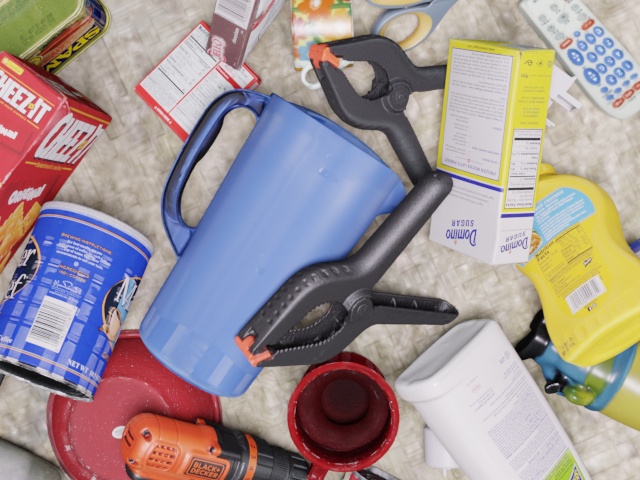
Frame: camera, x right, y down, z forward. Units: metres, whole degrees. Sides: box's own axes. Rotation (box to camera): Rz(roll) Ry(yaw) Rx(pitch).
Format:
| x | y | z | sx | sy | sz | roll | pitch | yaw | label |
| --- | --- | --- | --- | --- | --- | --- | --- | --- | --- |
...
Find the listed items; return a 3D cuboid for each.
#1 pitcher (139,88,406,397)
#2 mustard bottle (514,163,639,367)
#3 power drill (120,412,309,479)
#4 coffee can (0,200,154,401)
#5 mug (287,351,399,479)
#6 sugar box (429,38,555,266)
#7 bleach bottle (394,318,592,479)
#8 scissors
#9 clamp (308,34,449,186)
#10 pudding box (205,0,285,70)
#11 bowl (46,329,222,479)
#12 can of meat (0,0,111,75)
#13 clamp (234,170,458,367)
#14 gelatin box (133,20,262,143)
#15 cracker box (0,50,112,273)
| x | y | z | sx | sy | sz | roll | pitch | yaw | label |
| --- | --- | --- | --- | --- | --- | --- | --- | --- | --- |
| -0.056 | 0.001 | 0.901 | 0.149 | 0.144 | 0.243 | 38 | 96 | 42 | pitcher |
| 0.207 | 0.003 | 0.888 | 0.096 | 0.058 | 0.192 | -42 | 50 | 27 | mustard bottle |
| -0.116 | 0.242 | 0.916 | 0.184 | 0.057 | 0.188 | 23 | 101 | -32 | power drill |
| -0.212 | 0.052 | 0.897 | 0.103 | 0.103 | 0.140 | 19 | 71 | 2 | coffee can |
| 0.016 | 0.153 | 0.917 | 0.093 | 0.081 | 0.117 | 19 | 95 | 0 | mug |
| 0.141 | -0.075 | 0.888 | 0.048 | 0.093 | 0.176 | -6 | 108 | -29 | sugar box |
| 0.170 | 0.193 | 0.902 | 0.102 | 0.068 | 0.251 | -38 | 101 | -27 | bleach bottle |
| 0.126 | -0.210 | 0.937 | 0.201 | 0.016 | 0.096 | -4 | 129 | -19 | scissors |
| 0.060 | -0.113 | 0.907 | 0.171 | 0.039 | 0.120 | 14 | 91 | -28 | clamp |
| -0.054 | -0.208 | 0.891 | 0.039 | 0.114 | 0.090 | 30 | 64 | -2 | pudding box |
| -0.170 | 0.162 | 0.941 | 0.162 | 0.055 | 0.162 | 0 | 91 | 3 | bowl |
| -0.240 | -0.187 | 0.926 | 0.102 | 0.084 | 0.057 | -38 | 89 | 2 | can of meat |
| 0.028 | 0.036 | 0.863 | 0.209 | 0.036 | 0.164 | -21 | 132 | -23 | clamp |
| -0.108 | -0.138 | 0.948 | 0.089 | 0.030 | 0.073 | -44 | 87 | 2 | gelatin box |
| -0.274 | -0.041 | 0.889 | 0.072 | 0.164 | 0.214 | 36 | 92 | 0 | cracker box |
